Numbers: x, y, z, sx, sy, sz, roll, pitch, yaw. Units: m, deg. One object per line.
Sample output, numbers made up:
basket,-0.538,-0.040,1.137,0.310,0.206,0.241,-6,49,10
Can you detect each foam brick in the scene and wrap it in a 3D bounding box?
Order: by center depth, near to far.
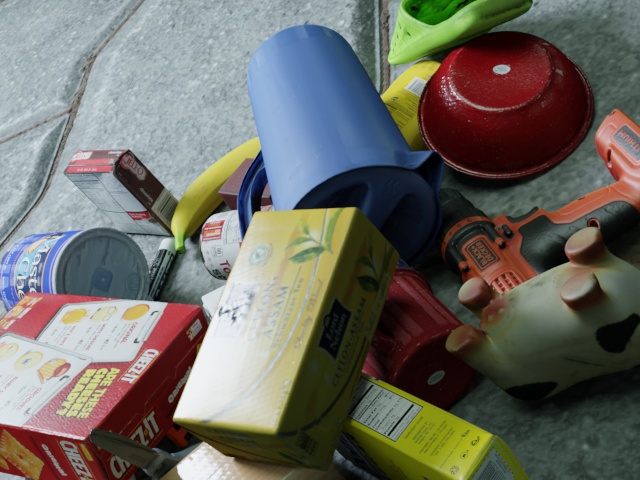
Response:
foam brick,-0.052,-0.047,1.085,0.078,0.053,0.051,8,53,43

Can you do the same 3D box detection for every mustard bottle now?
mustard bottle,0.061,-0.092,1.039,0.191,0.058,0.096,-41,45,-9

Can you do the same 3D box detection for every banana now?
banana,-0.095,-0.063,1.155,0.197,0.037,0.070,-44,54,-11

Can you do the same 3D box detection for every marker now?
marker,-0.174,0.047,1.102,0.020,0.020,0.121,-12,41,29

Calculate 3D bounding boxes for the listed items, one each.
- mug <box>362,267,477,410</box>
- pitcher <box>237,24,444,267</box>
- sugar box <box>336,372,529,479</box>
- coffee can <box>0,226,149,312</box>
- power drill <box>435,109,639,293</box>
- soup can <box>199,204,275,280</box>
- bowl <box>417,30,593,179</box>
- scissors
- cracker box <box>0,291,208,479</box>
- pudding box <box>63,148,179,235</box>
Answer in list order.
mug,0.059,0.075,0.803,0.093,0.117,0.082,-52,40,7
pitcher,-0.001,-0.078,0.938,0.149,0.145,0.243,-4,42,-14
sugar box,0.063,0.144,0.735,0.177,0.093,0.048,15,58,48
coffee can,-0.252,0.040,1.082,0.141,0.102,0.102,-3,45,51
power drill,0.185,-0.025,0.864,0.188,0.057,0.184,-35,39,5
soup can,-0.057,0.001,1.018,0.102,0.068,0.068,-7,44,34
bowl,0.164,-0.136,0.962,0.162,0.055,0.162,-7,57,10
scissors,-0.128,0.179,0.786,0.016,0.201,0.096,38,99,29
cracker box,-0.215,0.124,0.909,0.214,0.072,0.164,2,37,33
pudding box,-0.213,-0.052,1.168,0.090,0.113,0.039,4,54,42
